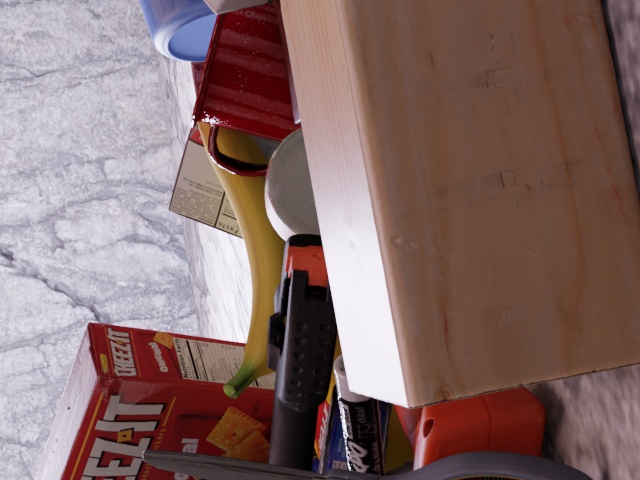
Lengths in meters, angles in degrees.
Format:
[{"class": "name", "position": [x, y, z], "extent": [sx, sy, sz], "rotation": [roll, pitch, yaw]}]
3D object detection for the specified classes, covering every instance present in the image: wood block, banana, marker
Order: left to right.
[{"class": "banana", "position": [-0.043, 0.005, 0.727], "extent": [0.037, 0.069, 0.198], "rotation": [-13, 81, 38]}, {"class": "marker", "position": [0.021, 0.103, 0.509], "extent": [0.020, 0.020, 0.121], "rotation": [-114, 13, -52]}, {"class": "wood block", "position": [0.042, -0.054, 0.374], "extent": [0.091, 0.090, 0.206], "rotation": [159, 102, -78]}]

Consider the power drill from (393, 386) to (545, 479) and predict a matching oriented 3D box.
[{"class": "power drill", "position": [0.049, 0.035, 0.513], "extent": [0.188, 0.057, 0.184], "rotation": [-107, 9, -46]}]

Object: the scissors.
[{"class": "scissors", "position": [0.024, 0.120, 0.458], "extent": [0.096, 0.202, 0.016], "rotation": [62, -144, -30]}]

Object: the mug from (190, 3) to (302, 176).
[{"class": "mug", "position": [-0.035, -0.095, 0.678], "extent": [0.093, 0.081, 0.117], "rotation": [-95, 20, -71]}]

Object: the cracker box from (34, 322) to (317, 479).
[{"class": "cracker box", "position": [-0.095, 0.160, 0.830], "extent": [0.164, 0.213, 0.072], "rotation": [-67, 28, 25]}]

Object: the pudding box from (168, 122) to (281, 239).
[{"class": "pudding box", "position": [-0.053, -0.058, 0.772], "extent": [0.039, 0.090, 0.114], "rotation": [-66, -3, -59]}]

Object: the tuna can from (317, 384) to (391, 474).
[{"class": "tuna can", "position": [0.017, 0.125, 0.602], "extent": [0.086, 0.034, 0.086], "rotation": [13, -93, -89]}]

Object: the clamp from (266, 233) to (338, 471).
[{"class": "clamp", "position": [-0.012, 0.051, 0.598], "extent": [0.210, 0.036, 0.164], "rotation": [99, 172, -54]}]
